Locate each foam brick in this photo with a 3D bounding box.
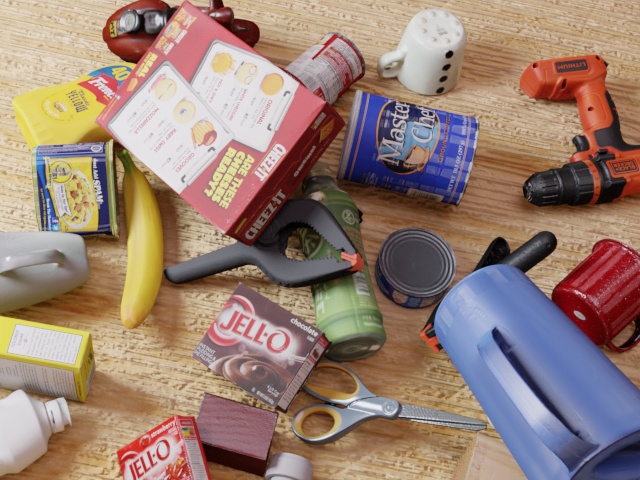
[{"bbox_3d":[-0.084,0.188,1.036,0.078,0.053,0.051,16,60,0],"label":"foam brick"}]

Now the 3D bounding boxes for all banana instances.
[{"bbox_3d":[-0.192,0.006,1.118,0.037,0.069,0.198,-19,65,25],"label":"banana"}]

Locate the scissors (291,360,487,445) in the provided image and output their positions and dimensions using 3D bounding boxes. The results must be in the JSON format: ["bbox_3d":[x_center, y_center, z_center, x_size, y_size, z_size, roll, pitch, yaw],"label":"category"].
[{"bbox_3d":[0.053,0.179,1.041,0.202,0.016,0.096,22,71,32],"label":"scissors"}]

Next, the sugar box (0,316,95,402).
[{"bbox_3d":[-0.309,0.107,1.026,0.176,0.093,0.048,13,59,-1],"label":"sugar box"}]

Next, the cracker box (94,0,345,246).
[{"bbox_3d":[-0.106,-0.121,1.099,0.214,0.072,0.164,39,94,26],"label":"cracker box"}]

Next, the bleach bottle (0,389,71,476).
[{"bbox_3d":[-0.361,0.189,0.992,0.250,0.068,0.102,-15,65,-18],"label":"bleach bottle"}]

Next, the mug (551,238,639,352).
[{"bbox_3d":[0.309,0.068,1.149,0.081,0.093,0.117,-38,109,-20],"label":"mug"}]

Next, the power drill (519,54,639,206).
[{"bbox_3d":[0.303,-0.127,1.269,0.184,0.057,0.188,-8,65,-17],"label":"power drill"}]

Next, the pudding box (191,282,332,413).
[{"bbox_3d":[-0.059,0.107,1.065,0.114,0.039,0.090,29,80,25],"label":"pudding box"}]

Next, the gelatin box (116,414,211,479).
[{"bbox_3d":[-0.147,0.214,0.996,0.030,0.089,0.073,15,49,-51],"label":"gelatin box"}]

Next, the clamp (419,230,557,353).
[{"bbox_3d":[0.169,0.050,1.140,0.171,0.120,0.039,-40,93,-7],"label":"clamp"}]

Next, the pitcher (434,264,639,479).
[{"bbox_3d":[0.200,0.130,0.973,0.144,0.149,0.243,-16,44,-19],"label":"pitcher"}]

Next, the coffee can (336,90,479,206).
[{"bbox_3d":[0.097,-0.103,1.197,0.140,0.103,0.102,13,60,-1],"label":"coffee can"}]

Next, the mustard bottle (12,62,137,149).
[{"bbox_3d":[-0.240,-0.152,1.201,0.191,0.058,0.096,-24,59,-21],"label":"mustard bottle"}]

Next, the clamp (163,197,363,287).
[{"bbox_3d":[-0.057,0.001,1.105,0.210,0.036,0.164,26,86,23],"label":"clamp"}]

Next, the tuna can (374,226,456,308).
[{"bbox_3d":[0.103,0.030,1.163,0.086,0.034,0.086,3,61,-6],"label":"tuna can"}]

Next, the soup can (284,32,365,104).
[{"bbox_3d":[-0.004,-0.188,1.250,0.068,0.068,0.102,39,63,13],"label":"soup can"}]

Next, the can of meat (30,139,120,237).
[{"bbox_3d":[-0.257,-0.053,1.124,0.084,0.057,0.102,-3,103,-7],"label":"can of meat"}]
